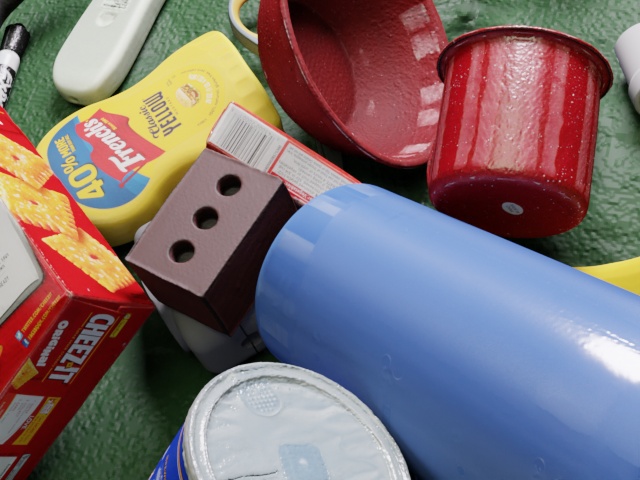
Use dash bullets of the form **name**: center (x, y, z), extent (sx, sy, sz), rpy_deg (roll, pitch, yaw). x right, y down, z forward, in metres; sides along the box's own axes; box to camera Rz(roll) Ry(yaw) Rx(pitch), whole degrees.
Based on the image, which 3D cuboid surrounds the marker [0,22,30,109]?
- **marker**: center (-0.230, -0.106, 0.760), extent (0.020, 0.020, 0.121), rpy_deg (1, 60, 15)

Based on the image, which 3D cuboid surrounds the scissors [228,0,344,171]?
- **scissors**: center (-0.021, -0.103, 0.699), extent (0.096, 0.016, 0.201), rpy_deg (4, 62, 5)

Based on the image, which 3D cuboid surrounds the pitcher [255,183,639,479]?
- **pitcher**: center (0.078, 0.072, 0.501), extent (0.243, 0.145, 0.149), rpy_deg (30, 75, 42)

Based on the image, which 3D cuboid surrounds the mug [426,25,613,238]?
- **mug**: center (0.095, -0.050, 0.565), extent (0.117, 0.093, 0.081), rpy_deg (-19, 55, 54)

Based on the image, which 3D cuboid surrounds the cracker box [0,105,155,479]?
- **cracker box**: center (-0.210, 0.026, 0.614), extent (0.164, 0.072, 0.214), rpy_deg (-52, 57, 15)

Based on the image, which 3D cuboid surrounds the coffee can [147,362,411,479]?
- **coffee can**: center (-0.037, 0.137, 0.475), extent (0.102, 0.140, 0.103), rpy_deg (20, 37, -17)

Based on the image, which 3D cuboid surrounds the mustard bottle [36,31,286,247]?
- **mustard bottle**: center (-0.122, -0.050, 0.675), extent (0.191, 0.058, 0.096), rpy_deg (-31, 63, -4)

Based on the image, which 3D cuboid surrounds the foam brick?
- **foam brick**: center (-0.054, 0.001, 0.565), extent (0.053, 0.051, 0.078), rpy_deg (23, 68, 25)

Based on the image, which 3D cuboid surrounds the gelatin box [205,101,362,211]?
- **gelatin box**: center (-0.022, -0.041, 0.609), extent (0.089, 0.073, 0.030), rpy_deg (32, 88, -6)

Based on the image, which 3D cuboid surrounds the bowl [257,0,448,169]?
- **bowl**: center (0.013, -0.113, 0.640), extent (0.055, 0.161, 0.162), rpy_deg (-19, 52, 38)
